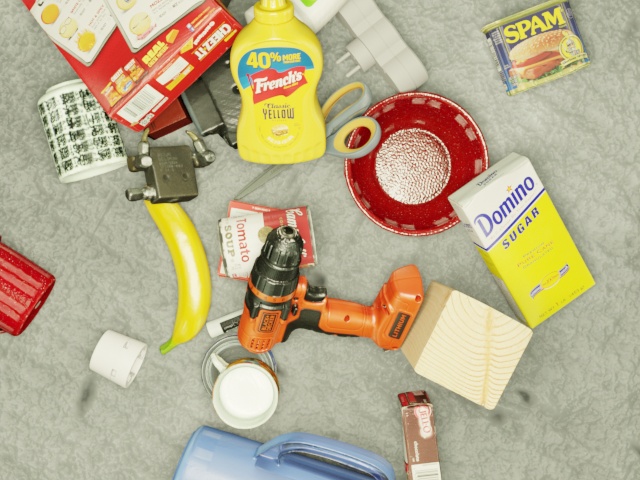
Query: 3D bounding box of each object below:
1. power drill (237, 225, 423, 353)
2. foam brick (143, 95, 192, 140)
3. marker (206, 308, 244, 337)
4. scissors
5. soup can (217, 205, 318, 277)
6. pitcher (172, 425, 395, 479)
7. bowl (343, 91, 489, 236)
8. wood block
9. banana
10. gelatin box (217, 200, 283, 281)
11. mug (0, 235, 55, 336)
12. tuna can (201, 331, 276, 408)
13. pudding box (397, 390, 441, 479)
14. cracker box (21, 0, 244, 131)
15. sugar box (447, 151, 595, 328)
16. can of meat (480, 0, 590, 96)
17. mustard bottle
[{"bbox_3d":[0.012,0.057,1.155,0.187,0.185,0.057,6,48,-13],"label":"power drill"},{"bbox_3d":[-0.187,-0.161,1.211,0.053,0.051,0.078,-24,90,2],"label":"foam brick"},{"bbox_3d":[-0.073,0.081,1.229,0.121,0.020,0.020,-22,91,1],"label":"marker"},{"bbox_3d":[-0.009,-0.090,1.187,0.202,0.016,0.096,-47,55,13],"label":"scissors"},{"bbox_3d":[-0.058,0.001,1.173,0.102,0.068,0.068,-8,91,-1],"label":"soup can"},{"bbox_3d":[-0.039,0.285,1.178,0.243,0.145,0.149,20,74,3],"label":"pitcher"},{"bbox_3d":[0.106,-0.085,1.206,0.162,0.055,0.162,0,91,1],"label":"bowl"},{"bbox_3d":[0.148,0.105,1.134,0.090,0.206,0.091,27,90,0],"label":"wood block"},{"bbox_3d":[-0.162,0.031,1.221,0.069,0.037,0.198,-6,91,0],"label":"banana"},{"bbox_3d":[-0.075,0.004,1.223,0.073,0.030,0.089,10,91,-1],"label":"gelatin box"},{"bbox_3d":[-0.358,0.062,1.205,0.081,0.093,0.117,33,122,-5],"label":"mug"},{"bbox_3d":[-0.093,0.149,1.223,0.086,0.034,0.086,0,91,1],"label":"tuna can"},{"bbox_3d":[0.112,0.230,1.195,0.039,0.090,0.113,-5,91,2],"label":"pudding box"},{"bbox_3d":[-0.207,-0.248,1.156,0.164,0.072,0.214,-43,65,8],"label":"cracker box"},{"bbox_3d":[0.224,0.000,1.182,0.093,0.048,0.176,-35,113,-5],"label":"sugar box"},{"bbox_3d":[0.244,-0.218,1.203,0.102,0.057,0.084,-21,94,2],"label":"can of meat"},{"bbox_3d":[-0.044,-0.174,1.111,0.096,0.058,0.192,-1,124,2],"label":"mustard bottle"}]
